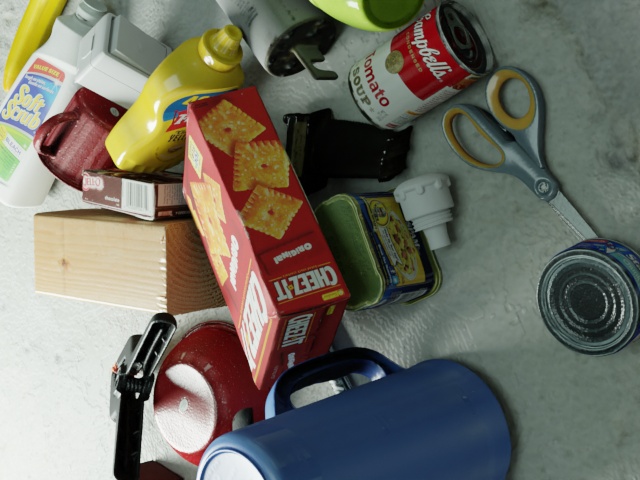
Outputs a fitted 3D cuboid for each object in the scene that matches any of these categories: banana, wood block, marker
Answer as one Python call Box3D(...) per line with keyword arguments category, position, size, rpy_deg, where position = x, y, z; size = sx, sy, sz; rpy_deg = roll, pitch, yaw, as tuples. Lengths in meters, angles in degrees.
Box3D(category="banana", position=(-0.313, -0.253, 1.196), size=(0.198, 0.037, 0.069), rpy_deg=(-52, 18, 36))
Box3D(category="wood block", position=(-0.197, 0.018, 1.102), size=(0.206, 0.090, 0.091), rpy_deg=(6, 98, 39))
Box3D(category="marker", position=(0.018, 0.131, 0.979), size=(0.020, 0.020, 0.121), rpy_deg=(-41, 69, 34))

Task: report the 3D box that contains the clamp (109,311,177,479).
Box3D(category="clamp", position=(-0.188, 0.154, 1.066), size=(0.210, 0.036, 0.164), rpy_deg=(165, 119, -72))

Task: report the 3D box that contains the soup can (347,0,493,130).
Box3D(category="soup can", position=(0.081, -0.142, 0.875), size=(0.102, 0.068, 0.068), rpy_deg=(-29, 75, 38))

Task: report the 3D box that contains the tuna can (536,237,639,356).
Box3D(category="tuna can", position=(0.206, 0.043, 0.800), size=(0.086, 0.033, 0.086), rpy_deg=(13, 111, 38))

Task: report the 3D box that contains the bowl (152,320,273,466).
Box3D(category="bowl", position=(-0.118, 0.163, 1.071), size=(0.162, 0.055, 0.162), rpy_deg=(3, 95, 39))

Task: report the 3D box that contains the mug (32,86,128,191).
Box3D(category="mug", position=(-0.247, -0.109, 1.119), size=(0.082, 0.117, 0.093), rpy_deg=(-50, 59, 25))

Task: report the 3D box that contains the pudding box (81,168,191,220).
Box3D(category="pudding box", position=(-0.171, -0.050, 1.074), size=(0.114, 0.089, 0.039), rpy_deg=(15, 105, 38))

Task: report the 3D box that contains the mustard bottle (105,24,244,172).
Box3D(category="mustard bottle", position=(-0.125, -0.137, 1.006), size=(0.192, 0.096, 0.058), rpy_deg=(-44, 69, 45))

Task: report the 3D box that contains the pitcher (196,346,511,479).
Box3D(category="pitcher", position=(0.021, 0.171, 0.837), size=(0.149, 0.242, 0.145), rpy_deg=(-1, 94, 46))

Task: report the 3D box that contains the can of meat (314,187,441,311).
Box3D(category="can of meat", position=(0.046, 0.008, 0.904), size=(0.058, 0.083, 0.102), rpy_deg=(-27, 77, 37))

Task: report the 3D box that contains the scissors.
Box3D(category="scissors", position=(0.181, -0.062, 0.833), size=(0.202, 0.016, 0.096), rpy_deg=(38, 114, 27))

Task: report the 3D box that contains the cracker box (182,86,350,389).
Box3D(category="cracker box", position=(-0.056, 0.001, 0.933), size=(0.164, 0.072, 0.214), rpy_deg=(106, 145, -61))

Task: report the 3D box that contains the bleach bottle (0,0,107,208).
Box3D(category="bleach bottle", position=(-0.307, -0.162, 1.196), size=(0.103, 0.067, 0.251), rpy_deg=(45, 117, 26))
